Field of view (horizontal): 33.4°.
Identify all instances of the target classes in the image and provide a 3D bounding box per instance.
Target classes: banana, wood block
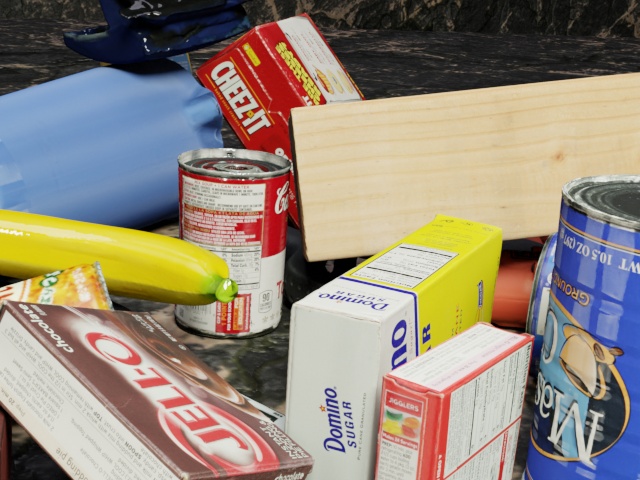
[{"bbox_3d":[-0.130,0.006,0.570,0.198,0.037,0.069,9,-11,11],"label":"banana"},{"bbox_3d":[0.087,-0.044,0.653,0.206,0.090,0.091,-6,2,-2],"label":"wood block"}]

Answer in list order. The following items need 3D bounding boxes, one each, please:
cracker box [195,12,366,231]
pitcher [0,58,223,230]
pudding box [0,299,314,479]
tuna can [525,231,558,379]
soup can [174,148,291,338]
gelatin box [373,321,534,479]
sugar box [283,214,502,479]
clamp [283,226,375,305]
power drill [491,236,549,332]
[{"bbox_3d":[-0.013,-0.106,0.922,0.072,0.164,0.213,-32,7,17],"label":"cracker box"},{"bbox_3d":[-0.194,-0.049,0.770,0.145,0.149,0.242,29,28,19],"label":"pitcher"},{"bbox_3d":[-0.070,0.070,0.424,0.114,0.039,0.089,34,9,28],"label":"pudding box"},{"bbox_3d":[0.140,0.038,0.595,0.034,0.086,0.086,9,17,22],"label":"tuna can"},{"bbox_3d":[-0.054,0.001,0.646,0.068,0.102,0.068,4,16,-1],"label":"soup can"},{"bbox_3d":[0.055,0.081,0.449,0.030,0.073,0.089,15,19,31],"label":"gelatin box"},{"bbox_3d":[0.040,0.052,0.511,0.048,0.093,0.176,10,18,21],"label":"sugar box"},{"bbox_3d":[0.025,0.016,0.731,0.164,0.036,0.210,-1,19,-16],"label":"clamp"},{"bbox_3d":[0.171,0.013,0.738,0.184,0.057,0.187,6,16,7],"label":"power drill"}]
